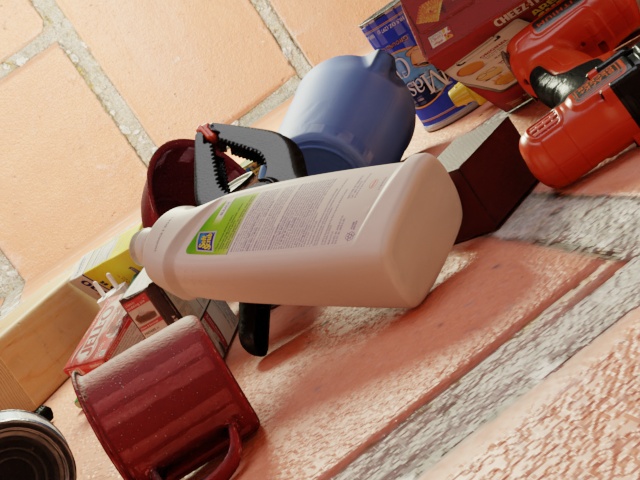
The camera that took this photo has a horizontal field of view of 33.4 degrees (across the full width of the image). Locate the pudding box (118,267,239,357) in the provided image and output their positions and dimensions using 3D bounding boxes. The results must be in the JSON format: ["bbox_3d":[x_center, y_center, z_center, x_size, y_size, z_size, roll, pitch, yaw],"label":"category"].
[{"bbox_3d":[-0.111,0.058,0.865,0.039,0.090,0.113,-32,12,12],"label":"pudding box"}]

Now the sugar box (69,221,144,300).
[{"bbox_3d":[-0.205,0.037,1.201,0.177,0.093,0.048,-26,35,51],"label":"sugar box"}]

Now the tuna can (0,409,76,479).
[{"bbox_3d":[-0.210,0.161,0.727,0.086,0.086,0.034,-37,13,-15],"label":"tuna can"}]

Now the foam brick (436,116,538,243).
[{"bbox_3d":[0.109,-0.041,0.744,0.053,0.051,0.078,-20,18,49],"label":"foam brick"}]

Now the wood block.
[{"bbox_3d":[-0.324,0.117,1.236,0.091,0.090,0.205,-27,13,31],"label":"wood block"}]

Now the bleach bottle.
[{"bbox_3d":[-0.033,-0.003,0.745,0.251,0.068,0.102,-1,46,37],"label":"bleach bottle"}]

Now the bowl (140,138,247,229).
[{"bbox_3d":[-0.112,-0.013,0.992,0.055,0.162,0.162,-34,10,33],"label":"bowl"}]

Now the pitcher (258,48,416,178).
[{"bbox_3d":[0.012,-0.078,1.035,0.145,0.149,0.242,-13,20,16],"label":"pitcher"}]

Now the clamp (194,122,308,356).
[{"bbox_3d":[-0.045,-0.019,0.827,0.164,0.036,0.210,-45,55,-6],"label":"clamp"}]

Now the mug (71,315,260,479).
[{"bbox_3d":[-0.084,0.104,0.628,0.081,0.093,0.117,-31,41,-7],"label":"mug"}]

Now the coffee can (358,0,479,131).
[{"bbox_3d":[0.122,-0.206,1.175,0.103,0.140,0.103,-33,11,7],"label":"coffee can"}]

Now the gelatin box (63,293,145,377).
[{"bbox_3d":[-0.190,0.088,0.985,0.073,0.030,0.089,-18,35,46],"label":"gelatin box"}]

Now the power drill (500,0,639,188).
[{"bbox_3d":[0.207,-0.129,0.737,0.184,0.057,0.187,-35,21,14],"label":"power drill"}]

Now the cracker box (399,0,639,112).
[{"bbox_3d":[0.184,-0.197,0.909,0.164,0.072,0.213,-30,-18,22],"label":"cracker box"}]
